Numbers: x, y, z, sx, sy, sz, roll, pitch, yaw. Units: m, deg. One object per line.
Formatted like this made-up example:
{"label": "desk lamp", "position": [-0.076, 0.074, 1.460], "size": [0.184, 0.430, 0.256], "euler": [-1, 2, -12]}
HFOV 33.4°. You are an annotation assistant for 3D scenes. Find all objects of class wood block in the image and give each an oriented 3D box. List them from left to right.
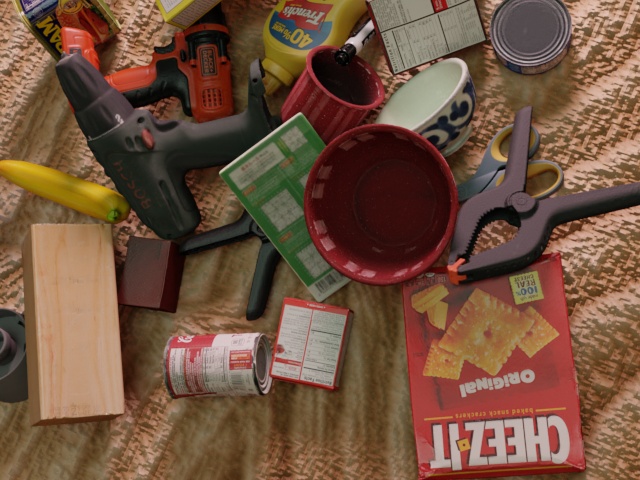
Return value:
{"label": "wood block", "position": [-0.270, 0.093, 1.160], "size": [0.090, 0.091, 0.206], "euler": [-1, 76, -22]}

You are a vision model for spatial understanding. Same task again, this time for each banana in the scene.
{"label": "banana", "position": [-0.282, -0.056, 1.218], "size": [0.198, 0.069, 0.037], "euler": [19, 83, 30]}

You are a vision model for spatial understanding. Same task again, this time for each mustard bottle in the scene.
{"label": "mustard bottle", "position": [-0.009, -0.243, 1.189], "size": [0.096, 0.058, 0.191], "euler": [35, 90, 27]}

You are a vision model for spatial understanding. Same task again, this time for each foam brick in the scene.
{"label": "foam brick", "position": [-0.186, 0.039, 1.184], "size": [0.053, 0.051, 0.078], "euler": [8, 82, 15]}

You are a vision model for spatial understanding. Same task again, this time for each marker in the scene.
{"label": "marker", "position": [0.044, -0.218, 1.149], "size": [0.020, 0.121, 0.020], "euler": [14, 127, 19]}

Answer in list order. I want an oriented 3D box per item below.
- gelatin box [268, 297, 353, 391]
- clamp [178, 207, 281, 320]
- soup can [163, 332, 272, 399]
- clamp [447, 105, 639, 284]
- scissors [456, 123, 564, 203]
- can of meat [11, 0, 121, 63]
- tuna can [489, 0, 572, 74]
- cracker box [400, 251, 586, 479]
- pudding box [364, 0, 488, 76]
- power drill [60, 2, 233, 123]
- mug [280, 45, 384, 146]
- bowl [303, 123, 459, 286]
{"label": "gelatin box", "position": [-0.010, 0.111, 1.137], "size": [0.073, 0.030, 0.089], "euler": [9, 82, 14]}
{"label": "clamp", "position": [-0.058, 0.001, 1.166], "size": [0.171, 0.039, 0.120], "euler": [-39, 83, 3]}
{"label": "soup can", "position": [-0.108, 0.134, 1.137], "size": [0.102, 0.068, 0.068], "euler": [-4, 78, 13]}
{"label": "clamp", "position": [0.197, -0.039, 1.062], "size": [0.210, 0.036, 0.165], "euler": [-36, 57, -10]}
{"label": "scissors", "position": [0.155, -0.070, 1.136], "size": [0.202, 0.016, 0.096], "euler": [-7, 76, 13]}
{"label": "can of meat", "position": [-0.293, -0.262, 1.244], "size": [0.084, 0.102, 0.057], "euler": [-32, 52, 4]}
{"label": "tuna can", "position": [0.225, -0.221, 1.138], "size": [0.086, 0.033, 0.086], "euler": [-3, 79, 14]}
{"label": "cracker box", "position": [0.171, 0.127, 1.065], "size": [0.164, 0.072, 0.214], "euler": [-7, 78, 13]}
{"label": "pudding box", "position": [0.113, -0.238, 1.139], "size": [0.113, 0.039, 0.090], "euler": [-19, 116, 6]}
{"label": "power drill", "position": [-0.195, -0.213, 1.211], "size": [0.187, 0.057, 0.184], "euler": [-7, 78, -2]}
{"label": "mug", "position": [0.012, -0.155, 1.148], "size": [0.093, 0.117, 0.082], "euler": [29, 132, -9]}
{"label": "bowl", "position": [0.067, -0.037, 1.078], "size": [0.162, 0.055, 0.162], "euler": [2, 95, 21]}
